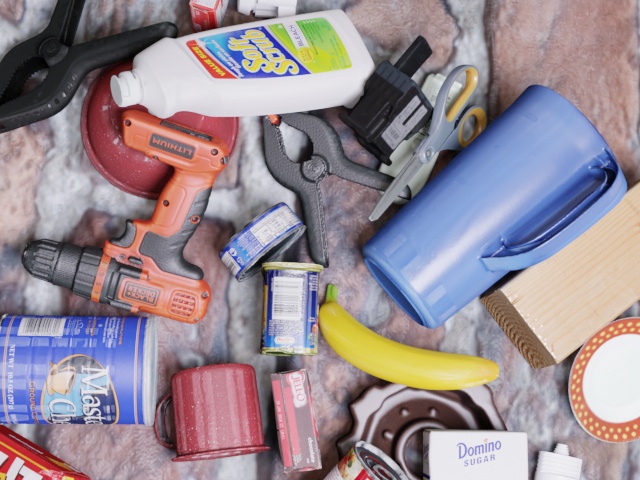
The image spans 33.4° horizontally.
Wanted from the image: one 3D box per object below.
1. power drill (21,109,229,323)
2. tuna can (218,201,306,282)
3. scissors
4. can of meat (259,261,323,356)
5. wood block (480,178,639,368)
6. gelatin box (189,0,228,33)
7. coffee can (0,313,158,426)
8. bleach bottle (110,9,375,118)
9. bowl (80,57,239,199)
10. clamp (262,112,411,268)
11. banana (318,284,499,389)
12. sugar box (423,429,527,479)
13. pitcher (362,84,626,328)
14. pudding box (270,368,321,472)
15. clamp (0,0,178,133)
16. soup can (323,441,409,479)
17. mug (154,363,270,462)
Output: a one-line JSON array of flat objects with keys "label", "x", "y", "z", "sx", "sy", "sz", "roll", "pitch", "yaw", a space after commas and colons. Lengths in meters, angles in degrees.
[{"label": "power drill", "x": -0.176, "y": -0.025, "z": 1.015, "sx": 0.184, "sy": 0.057, "sz": 0.188, "roll": 16, "pitch": 104, "yaw": -9}, {"label": "tuna can", "x": -0.057, "y": 0.001, "z": 1.036, "sx": 0.086, "sy": 0.086, "sz": 0.034, "roll": -39, "pitch": 84, "yaw": -10}, {"label": "scissors", "x": 0.115, "y": -0.083, "z": 1.064, "sx": 0.016, "sy": 0.096, "sz": 0.201, "roll": 15, "pitch": 70, "yaw": 41}, {"label": "can of meat", "x": -0.030, "y": 0.068, "z": 1.020, "sx": 0.057, "sy": 0.102, "sz": 0.084, "roll": 3, "pitch": 82, "yaw": -4}, {"label": "wood block", "x": 0.273, "y": 0.029, "z": 1.058, "sx": 0.206, "sy": 0.090, "sz": 0.091, "roll": -36, "pitch": 84, "yaw": -10}, {"label": "gelatin box", "x": -0.107, "y": -0.260, "z": 1.082, "sx": 0.030, "sy": 0.073, "sz": 0.089, "roll": 17, "pitch": 80, "yaw": -1}, {"label": "coffee can", "x": -0.225, "y": 0.120, "z": 0.992, "sx": 0.140, "sy": 0.103, "sz": 0.103, "roll": 1, "pitch": 80, "yaw": -5}, {"label": "bleach bottle", "x": -0.076, "y": -0.158, "z": 1.029, "sx": 0.250, "sy": 0.068, "sz": 0.102, "roll": -15, "pitch": 68, "yaw": -27}, {"label": "bowl", "x": -0.161, "y": -0.124, "z": 1.064, "sx": 0.162, "sy": 0.055, "sz": 0.162, "roll": 1, "pitch": 81, "yaw": -4}, {"label": "clamp", "x": -0.007, "y": -0.060, "z": 1.073, "sx": 0.171, "sy": 0.039, "sz": 0.120, "roll": 43, "pitch": 88, "yaw": 12}, {"label": "banana", "x": 0.068, "y": 0.101, "z": 1.009, "sx": 0.198, "sy": 0.037, "sz": 0.069, "roll": 26, "pitch": 65, "yaw": 26}, {"label": "sugar box", "x": 0.141, "y": 0.262, "z": 0.977, "sx": 0.093, "sy": 0.048, "sz": 0.176, "roll": 2, "pitch": 80, "yaw": -4}, {"label": "pitcher", "x": 0.166, "y": -0.025, "z": 1.031, "sx": 0.242, "sy": 0.149, "sz": 0.145, "roll": -41, "pitch": 81, "yaw": -6}, {"label": "pudding box", "x": -0.022, "y": 0.168, "z": 0.996, "sx": 0.039, "sy": 0.113, "sz": 0.090, "roll": -7, "pitch": 81, "yaw": -3}, {"label": "clamp", "x": -0.261, "y": -0.191, "z": 1.064, "sx": 0.210, "sy": 0.036, "sz": 0.165, "roll": -39, "pitch": 60, "yaw": 0}, {"label": "soup can", "x": 0.026, "y": 0.241, "z": 0.961, "sx": 0.068, "sy": 0.068, "sz": 0.102, "roll": 40, "pitch": 101, "yaw": 2}, {"label": "mug", "x": -0.108, "y": 0.164, "z": 1.010, "sx": 0.117, "sy": 0.093, "sz": 0.081, "roll": -15, "pitch": 74, "yaw": 29}]
